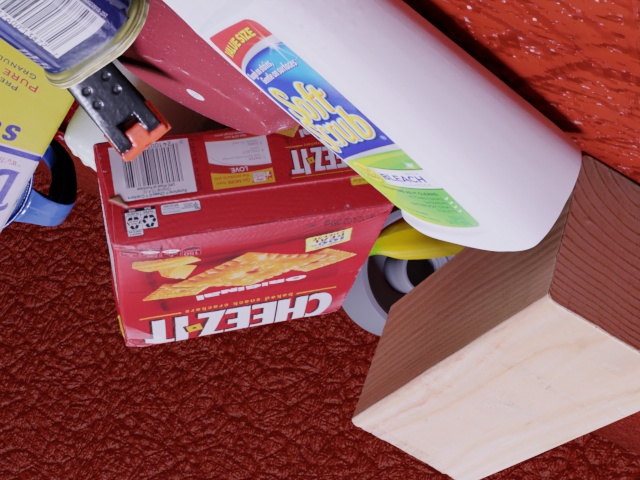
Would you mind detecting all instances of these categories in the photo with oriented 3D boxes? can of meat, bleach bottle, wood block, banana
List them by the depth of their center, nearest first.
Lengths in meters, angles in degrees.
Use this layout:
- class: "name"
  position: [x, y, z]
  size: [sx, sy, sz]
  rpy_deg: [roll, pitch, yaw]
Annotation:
- class: "can of meat"
  position: [-0.118, -0.126, 0.426]
  size: [0.058, 0.102, 0.083]
  rpy_deg: [-27, 141, 24]
- class: "bleach bottle"
  position: [0.001, -0.082, 0.451]
  size: [0.250, 0.068, 0.103]
  rpy_deg: [34, 171, -33]
- class: "wood block"
  position: [0.110, 0.054, 0.587]
  size: [0.090, 0.090, 0.206]
  rpy_deg: [30, 146, -10]
- class: "banana"
  position: [0.094, -0.004, 0.696]
  size: [0.037, 0.069, 0.198]
  rpy_deg: [59, 153, -11]

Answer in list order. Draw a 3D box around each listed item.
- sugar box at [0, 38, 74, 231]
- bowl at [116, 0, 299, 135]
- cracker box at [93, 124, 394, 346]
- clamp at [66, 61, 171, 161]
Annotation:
- class: "sugar box"
  position: [-0.201, -0.094, 0.655]
  size: [0.093, 0.176, 0.048]
  rpy_deg: [28, 174, -13]
- class: "bowl"
  position: [-0.056, -0.101, 0.560]
  size: [0.162, 0.055, 0.162]
  rpy_deg: [26, 174, 3]
- class: "cracker box"
  position: [-0.055, 0.001, 0.690]
  size: [0.164, 0.072, 0.214]
  rpy_deg: [-9, 161, -11]
- class: "clamp"
  position: [-0.153, -0.128, 0.536]
  size: [0.210, 0.036, 0.164]
  rpy_deg: [50, 177, -6]
